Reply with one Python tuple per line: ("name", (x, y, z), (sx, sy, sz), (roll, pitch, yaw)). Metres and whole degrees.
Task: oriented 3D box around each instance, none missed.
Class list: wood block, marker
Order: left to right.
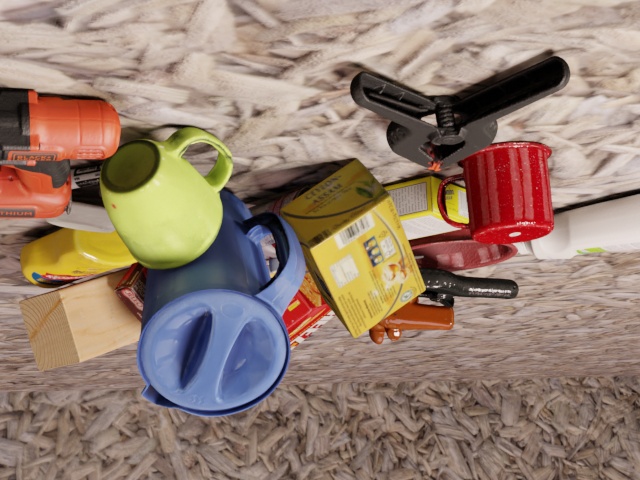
("wood block", (-0.254, 0.084, 1.326), (0.091, 0.090, 0.205), (-15, -177, 42))
("marker", (-0.186, -0.066, 0.993), (0.121, 0.020, 0.020), (-9, 166, 20))

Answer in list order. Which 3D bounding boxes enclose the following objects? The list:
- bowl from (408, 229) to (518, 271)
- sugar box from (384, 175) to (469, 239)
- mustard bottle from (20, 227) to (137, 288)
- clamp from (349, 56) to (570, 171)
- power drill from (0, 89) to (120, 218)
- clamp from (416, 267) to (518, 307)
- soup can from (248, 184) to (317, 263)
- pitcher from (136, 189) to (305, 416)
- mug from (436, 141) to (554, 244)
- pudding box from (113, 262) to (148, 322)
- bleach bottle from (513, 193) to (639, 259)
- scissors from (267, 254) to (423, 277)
("bowl", (0.150, -0.004, 1.264), (0.162, 0.055, 0.162), (-3, 167, -1))
("sugar box", (0.071, -0.027, 1.173), (0.177, 0.048, 0.093), (-9, 165, 36))
("mustard bottle", (-0.293, 0.019, 1.242), (0.096, 0.058, 0.192), (2, 167, -44))
("clamp", (0.094, -0.100, 0.878), (0.164, 0.036, 0.210), (-2, 167, -8))
("power drill", (-0.267, -0.068, 0.876), (0.184, 0.057, 0.188), (1, 166, -19))
("clamp", (0.159, 0.056, 1.311), (0.120, 0.039, 0.171), (-17, 161, 38))
("soup can", (-0.035, -0.016, 1.140), (0.068, 0.068, 0.102), (8, 163, -41))
("pitcher", (-0.098, 0.038, 1.017), (0.149, 0.145, 0.243), (-2, -151, -7))
("mug", (0.173, -0.042, 1.048), (0.117, 0.081, 0.093), (-7, 167, 12))
("pudding box", (-0.188, 0.066, 1.298), (0.039, 0.090, 0.113), (-9, 128, 37))
("bleach bottle", (0.340, -0.015, 1.257), (0.251, 0.068, 0.102), (-10, 166, 34))
("scissors", (0.013, 0.026, 1.179), (0.201, 0.016, 0.096), (0, 171, -44))
